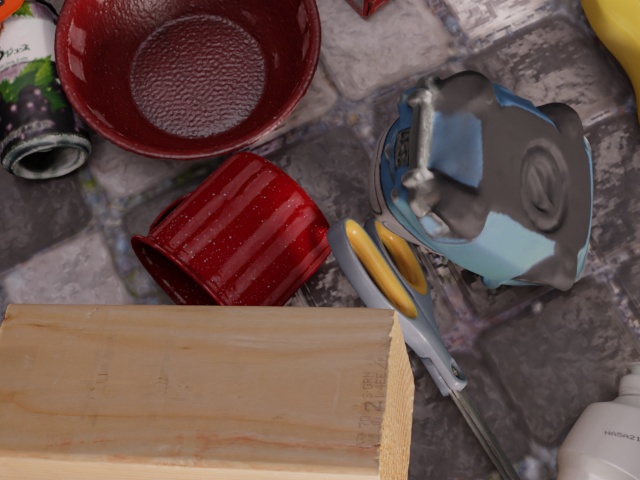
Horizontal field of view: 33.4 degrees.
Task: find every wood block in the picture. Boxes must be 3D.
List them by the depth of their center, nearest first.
[{"bbox_3d":[-0.061,0.091,0.551,0.206,0.091,0.090,0,57,13],"label":"wood block"}]

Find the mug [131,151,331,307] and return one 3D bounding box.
[{"bbox_3d":[-0.054,0.001,0.617,0.081,0.093,0.117,-46,40,-18],"label":"mug"}]

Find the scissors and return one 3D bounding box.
[{"bbox_3d":[0.071,0.063,0.615,0.016,0.096,0.201,-33,103,23],"label":"scissors"}]

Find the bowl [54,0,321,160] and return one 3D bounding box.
[{"bbox_3d":[-0.079,-0.115,0.665,0.162,0.055,0.162,0,72,1],"label":"bowl"}]
